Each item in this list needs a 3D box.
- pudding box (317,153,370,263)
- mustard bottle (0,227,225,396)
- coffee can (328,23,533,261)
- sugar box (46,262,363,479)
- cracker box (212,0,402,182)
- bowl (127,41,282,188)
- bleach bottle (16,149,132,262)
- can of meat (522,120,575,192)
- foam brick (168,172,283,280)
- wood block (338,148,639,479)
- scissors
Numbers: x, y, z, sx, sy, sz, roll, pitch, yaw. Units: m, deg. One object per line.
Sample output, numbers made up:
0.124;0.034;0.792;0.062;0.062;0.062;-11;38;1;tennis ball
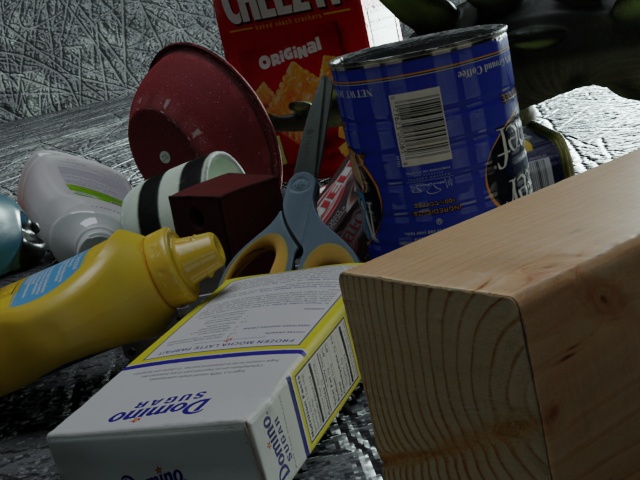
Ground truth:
0.039;-0.042;0.725;0.113;0.039;0.090;-53;16;3;pudding box
-0.139;0.040;0.555;0.192;0.058;0.096;-23;8;8;mustard bottle
0.068;-0.044;0.616;0.103;0.140;0.103;-12;14;3;coffee can
-0.035;0.062;0.485;0.093;0.048;0.176;-8;18;23;sugar box
-0.006;-0.165;1.005;0.164;0.214;0.072;-3;17;34;cracker box
-0.107;-0.077;0.872;0.162;0.162;0.055;3;30;47;bowl
-0.194;-0.018;0.864;0.102;0.068;0.251;14;8;-17;bleach bottle
0.122;-0.042;0.736;0.084;0.057;0.102;-14;14;0;can of meat
-0.054;0.001;0.675;0.051;0.078;0.053;-22;17;-39;foam brick
0.122;0.024;0.408;0.205;0.090;0.091;-22;17;-32;wood block
0.004;-0.020;0.632;0.096;0.016;0.201;12;59;26;scissors
